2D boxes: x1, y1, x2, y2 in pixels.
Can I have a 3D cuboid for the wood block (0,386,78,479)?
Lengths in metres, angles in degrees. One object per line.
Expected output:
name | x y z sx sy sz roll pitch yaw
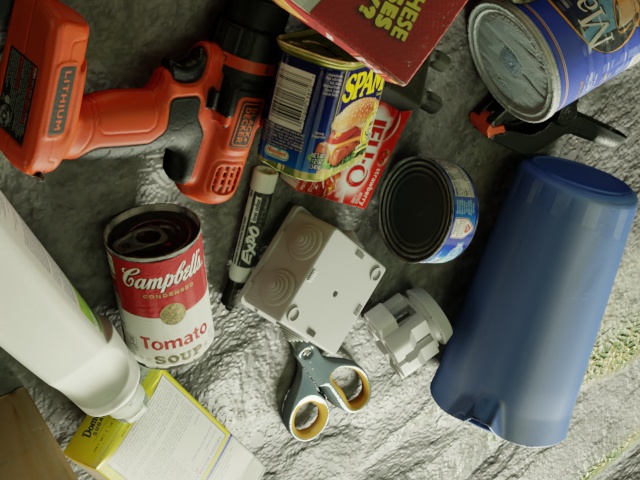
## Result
wood block | -0.194 0.207 0.723 0.090 0.206 0.091 -27 130 -19

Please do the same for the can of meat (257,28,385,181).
can of meat | 0.003 -0.094 0.720 0.102 0.057 0.084 -31 140 -60

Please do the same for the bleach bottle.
bleach bottle | -0.185 0.044 0.691 0.068 0.103 0.250 -34 130 -2

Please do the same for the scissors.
scissors | -0.024 0.111 0.914 0.096 0.016 0.201 -47 134 0

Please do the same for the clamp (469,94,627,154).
clamp | 0.208 -0.111 0.920 0.171 0.039 0.120 -23 125 -14

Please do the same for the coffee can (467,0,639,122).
coffee can | 0.201 -0.169 0.831 0.140 0.103 0.103 -31 132 -16

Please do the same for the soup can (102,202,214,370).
soup can | -0.114 0.034 0.764 0.068 0.069 0.102 -21 129 -23

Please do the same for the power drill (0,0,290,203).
power drill | -0.103 -0.108 0.672 0.187 0.057 0.184 -3 119 -43

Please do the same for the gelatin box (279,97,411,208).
gelatin box | 0.020 -0.074 0.815 0.073 0.030 0.089 13 110 -40

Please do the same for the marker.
marker | -0.055 0.001 0.818 0.020 0.020 0.121 -1 119 -35

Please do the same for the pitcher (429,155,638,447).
pitcher | 0.198 0.050 0.968 0.144 0.149 0.243 7 111 -22

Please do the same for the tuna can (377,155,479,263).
tuna can | 0.086 -0.024 0.857 0.033 0.086 0.086 2 117 -39

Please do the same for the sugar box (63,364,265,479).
sugar box | -0.119 0.175 0.851 0.093 0.048 0.176 -58 141 -23
